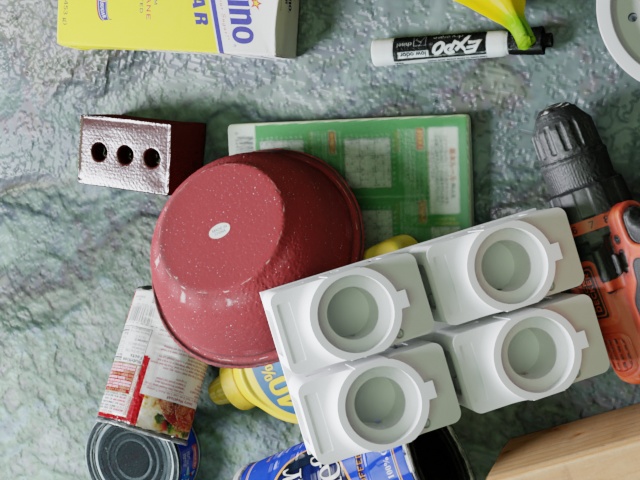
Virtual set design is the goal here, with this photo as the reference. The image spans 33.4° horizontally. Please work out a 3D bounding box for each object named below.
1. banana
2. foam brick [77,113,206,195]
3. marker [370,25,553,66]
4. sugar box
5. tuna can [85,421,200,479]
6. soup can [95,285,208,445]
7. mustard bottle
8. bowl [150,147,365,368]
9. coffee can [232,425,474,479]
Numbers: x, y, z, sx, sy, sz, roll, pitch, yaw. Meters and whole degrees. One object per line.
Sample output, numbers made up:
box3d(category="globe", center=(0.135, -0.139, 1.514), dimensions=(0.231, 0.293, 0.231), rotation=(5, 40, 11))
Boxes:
box3d(category="banana", center=(0.050, -0.176, 0.697), dimensions=(0.198, 0.069, 0.037), rotation=(15, 135, 11))
box3d(category="foam brick", center=(-0.132, -0.064, 0.788), dimensions=(0.078, 0.051, 0.053), rotation=(7, 99, 20))
box3d(category="marker", center=(0.094, -0.129, 0.711), dimensions=(0.121, 0.020, 0.020), rotation=(0, 96, 21))
box3d(category="sugar box", center=(-0.103, -0.181, 0.767), dimensions=(0.176, 0.048, 0.093), rotation=(6, 98, 21))
box3d(category="tuna can", center=(-0.138, 0.166, 0.827), dimensions=(0.086, 0.033, 0.086), rotation=(3, 97, 21))
box3d(category="soup can", center=(-0.116, 0.090, 0.774), dimensions=(0.069, 0.068, 0.102), rotation=(10, 76, 20))
box3d(category="mustard bottle", center=(-0.001, 0.075, 0.746), dimensions=(0.192, 0.058, 0.096), rotation=(-26, 90, 27))
box3d(category="bowl", center=(-0.055, 0.001, 0.711), dimensions=(0.162, 0.055, 0.162), rotation=(-9, 65, 21))
box3d(category="coffee can", center=(0.023, 0.178, 0.729), dimensions=(0.140, 0.102, 0.103), rotation=(-27, 86, 21))
